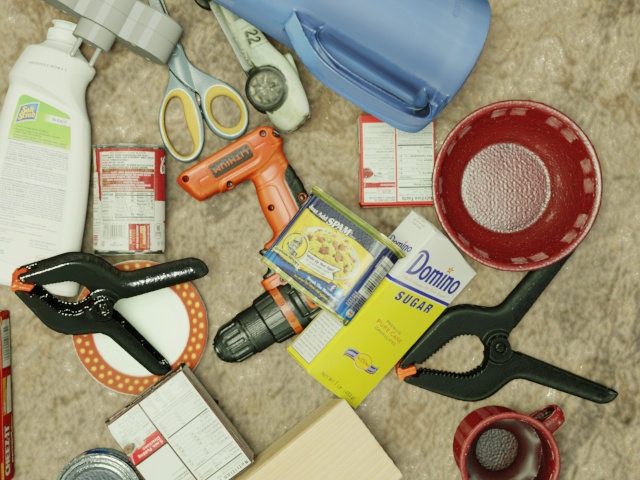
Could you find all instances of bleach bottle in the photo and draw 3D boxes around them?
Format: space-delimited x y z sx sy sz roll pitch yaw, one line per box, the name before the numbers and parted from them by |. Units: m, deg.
bleach bottle | -0.254 -0.079 0.999 0.102 0.068 0.251 12 87 -11

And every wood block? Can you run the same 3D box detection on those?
wood block | -0.038 0.243 0.976 0.206 0.090 0.091 -38 89 -12

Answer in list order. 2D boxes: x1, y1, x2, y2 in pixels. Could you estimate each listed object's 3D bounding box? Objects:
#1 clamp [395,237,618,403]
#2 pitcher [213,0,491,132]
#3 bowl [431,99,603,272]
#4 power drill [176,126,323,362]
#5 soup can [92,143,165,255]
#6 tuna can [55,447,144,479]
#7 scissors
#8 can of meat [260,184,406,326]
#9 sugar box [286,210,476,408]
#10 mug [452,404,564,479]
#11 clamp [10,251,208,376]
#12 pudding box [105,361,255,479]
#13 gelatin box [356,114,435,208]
clamp | 0.178 0.109 1.029 0.210 0.036 0.164 -22 91 0
pitcher | 0.018 -0.203 0.932 0.242 0.149 0.145 25 96 -21
bowl | 0.182 -0.051 1.018 0.162 0.055 0.162 0 91 -2
power drill | -0.057 0.001 1.010 0.184 0.057 0.187 -32 95 -6
soup can | -0.179 -0.038 0.998 0.068 0.068 0.102 0 91 -2
tuna can | -0.210 0.242 1.017 0.086 0.034 0.086 0 91 -2
scissors | -0.121 -0.176 1.026 0.096 0.016 0.202 -4 91 -4
can of meat | 0.010 0.014 0.947 0.102 0.057 0.084 37 88 21
sugar box | 0.060 0.066 0.997 0.176 0.048 0.093 -47 137 1
mug | 0.180 0.194 1.008 0.117 0.081 0.093 -40 92 -1
clamp | -0.187 0.047 0.961 0.171 0.039 0.120 24 98 -25
pudding box | -0.127 0.181 0.965 0.090 0.039 0.113 -37 94 -3
gelatin box | 0.073 -0.076 1.027 0.073 0.030 0.089 -1 91 -4
